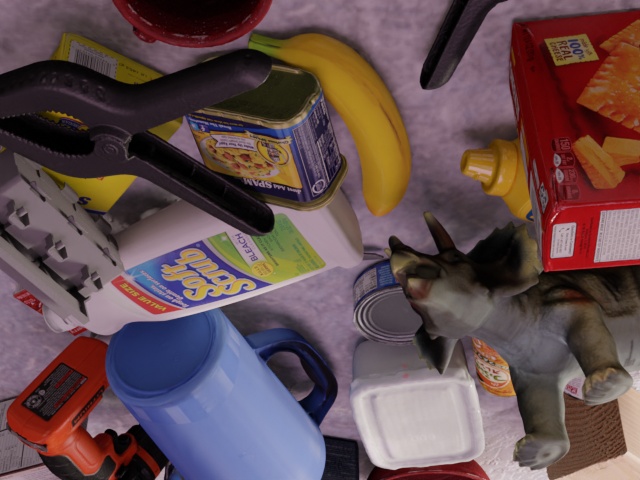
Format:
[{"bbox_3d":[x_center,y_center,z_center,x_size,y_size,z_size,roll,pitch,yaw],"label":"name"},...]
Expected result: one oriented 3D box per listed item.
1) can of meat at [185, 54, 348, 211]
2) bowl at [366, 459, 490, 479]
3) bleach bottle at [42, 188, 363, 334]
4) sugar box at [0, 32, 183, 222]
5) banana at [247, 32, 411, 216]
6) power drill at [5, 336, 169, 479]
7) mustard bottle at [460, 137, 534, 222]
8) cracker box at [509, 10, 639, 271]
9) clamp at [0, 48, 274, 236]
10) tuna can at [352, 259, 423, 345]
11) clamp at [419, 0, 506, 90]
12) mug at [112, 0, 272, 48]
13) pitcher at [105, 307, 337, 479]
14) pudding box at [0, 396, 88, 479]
[{"bbox_3d":[-0.039,-0.074,0.725,0.102,0.057,0.084,14,146,25],"label":"can of meat"},{"bbox_3d":[0.115,0.265,1.158,0.162,0.055,0.162,0,140,-1],"label":"bowl"},{"bbox_3d":[-0.100,0.018,0.826,0.251,0.068,0.102,-24,129,16],"label":"bleach bottle"},{"bbox_3d":[-0.180,-0.063,0.765,0.093,0.048,0.176,24,133,-26],"label":"sugar box"},{"bbox_3d":[0.027,-0.083,0.757,0.070,0.037,0.197,7,147,39],"label":"banana"},{"bbox_3d":[-0.194,0.173,0.968,0.057,0.184,0.187,20,144,30],"label":"power drill"},{"bbox_3d":[0.196,-0.042,0.786,0.191,0.058,0.096,10,155,-11],"label":"mustard bottle"},{"bbox_3d":[0.235,-0.072,0.670,0.214,0.164,0.072,-5,142,5],"label":"cracker box"},{"bbox_3d":[-0.123,-0.076,0.672,0.210,0.036,0.165,14,144,0],"label":"clamp"},{"bbox_3d":[0.070,0.053,0.919,0.086,0.033,0.086,0,140,-1],"label":"tuna can"},{"bbox_3d":[0.086,-0.172,0.645,0.120,0.039,0.172,26,127,-35],"label":"clamp"},{"bbox_3d":[-0.077,-0.165,0.616,0.093,0.081,0.117,19,136,-23],"label":"mug"},{"bbox_3d":[-0.084,0.144,0.948,0.145,0.149,0.242,-2,145,19],"label":"pitcher"},{"bbox_3d":[-0.284,0.195,1.039,0.114,0.090,0.039,-18,137,18],"label":"pudding box"}]
